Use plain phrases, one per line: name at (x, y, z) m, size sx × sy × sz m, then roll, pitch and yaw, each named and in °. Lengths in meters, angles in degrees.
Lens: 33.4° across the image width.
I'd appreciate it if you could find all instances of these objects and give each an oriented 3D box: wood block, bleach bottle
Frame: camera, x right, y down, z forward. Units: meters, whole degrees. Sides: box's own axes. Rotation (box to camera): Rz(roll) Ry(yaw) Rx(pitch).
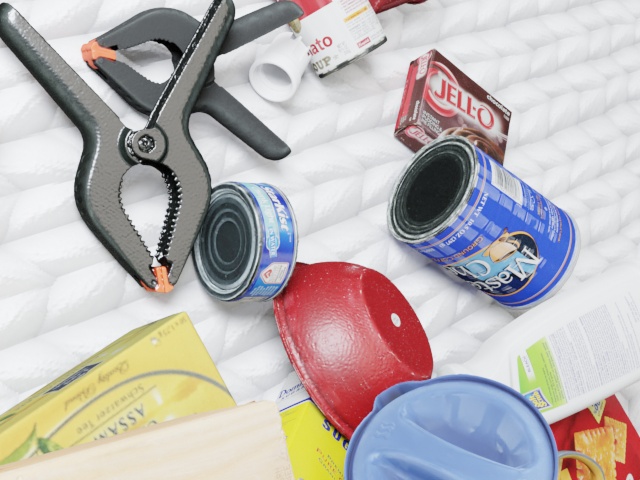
wood block at (-0.117, 0.150, 0.548) m, size 0.205 × 0.091 × 0.090 m, roll -8°, pitch 82°, yaw -42°
bleach bottle at (0.182, 0.098, 0.882) m, size 0.250 × 0.068 × 0.102 m, roll -19°, pitch 86°, yaw -26°

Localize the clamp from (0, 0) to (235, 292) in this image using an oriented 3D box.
clamp at (-0.115, -0.071, 0.727) m, size 0.164 × 0.036 × 0.210 m, roll -16°, pitch 96°, yaw -23°

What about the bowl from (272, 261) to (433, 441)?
bowl at (0.036, 0.073, 0.790) m, size 0.162 × 0.055 × 0.162 m, roll 45°, pitch 24°, yaw -27°

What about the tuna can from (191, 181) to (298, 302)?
tuna can at (-0.055, 0.001, 0.753) m, size 0.033 × 0.086 × 0.086 m, roll 2°, pitch 75°, yaw -40°

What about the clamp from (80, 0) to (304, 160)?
clamp at (-0.087, -0.116, 0.781) m, size 0.171 × 0.039 × 0.120 m, roll -6°, pitch 91°, yaw -25°

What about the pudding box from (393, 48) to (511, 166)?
pudding box at (0.124, -0.108, 0.985) m, size 0.113 × 0.039 × 0.090 m, roll 34°, pitch 55°, yaw -30°

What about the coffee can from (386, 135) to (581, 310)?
coffee can at (0.142, -0.014, 0.927) m, size 0.140 × 0.103 × 0.102 m, roll 31°, pitch 57°, yaw -32°

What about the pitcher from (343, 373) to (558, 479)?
pitcher at (0.108, 0.219, 0.733) m, size 0.243 × 0.145 × 0.149 m, roll 71°, pitch 29°, yaw -45°

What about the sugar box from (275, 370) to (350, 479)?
sugar box at (-0.003, 0.163, 0.733) m, size 0.093 × 0.048 × 0.176 m, roll 56°, pitch 27°, yaw -14°

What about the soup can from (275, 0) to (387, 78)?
soup can at (0.003, -0.194, 0.883) m, size 0.068 × 0.069 × 0.102 m, roll -40°, pitch 105°, yaw -43°
